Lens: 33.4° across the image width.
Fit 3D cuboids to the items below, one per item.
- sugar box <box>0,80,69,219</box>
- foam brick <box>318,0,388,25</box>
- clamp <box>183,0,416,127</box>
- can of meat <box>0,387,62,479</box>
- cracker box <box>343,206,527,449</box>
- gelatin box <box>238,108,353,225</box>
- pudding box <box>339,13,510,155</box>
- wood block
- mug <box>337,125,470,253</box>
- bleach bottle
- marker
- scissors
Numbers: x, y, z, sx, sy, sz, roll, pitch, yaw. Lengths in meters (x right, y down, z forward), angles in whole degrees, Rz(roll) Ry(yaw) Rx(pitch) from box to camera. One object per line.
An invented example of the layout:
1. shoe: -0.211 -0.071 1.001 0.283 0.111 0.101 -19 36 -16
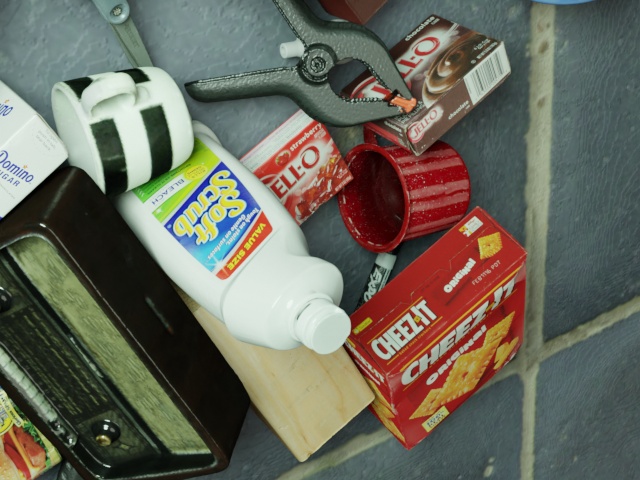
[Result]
1. sugar box: -0.250 -0.024 0.684 0.176 0.093 0.048 -42 132 -10
2. foam brick: 0.031 -0.213 0.814 0.078 0.051 0.053 -47 132 -5
3. clamp: -0.014 -0.127 0.802 0.171 0.039 0.120 31 105 -11
4. can of meat: -0.254 0.151 0.801 0.083 0.058 0.102 -34 130 -21
5. cracker box: 0.110 0.088 0.974 0.164 0.072 0.213 -40 154 -11
6. gelatin box: -0.025 -0.053 0.874 0.089 0.030 0.073 -41 131 -11
7. pudding box: 0.085 -0.129 0.873 0.113 0.090 0.039 -40 133 -13
8. wood block: -0.048 0.078 0.887 0.090 0.091 0.206 -40 131 -11
9. mug: 0.070 -0.054 0.914 0.081 0.093 0.117 -13 84 -36
10. bleach bottle: -0.055 0.001 0.732 0.102 0.251 0.068 -36 130 -16
11. marker: 0.051 0.040 0.987 0.020 0.020 0.121 10 107 -39
12. scissors: -0.126 -0.170 0.699 0.096 0.016 0.201 -43 152 5
